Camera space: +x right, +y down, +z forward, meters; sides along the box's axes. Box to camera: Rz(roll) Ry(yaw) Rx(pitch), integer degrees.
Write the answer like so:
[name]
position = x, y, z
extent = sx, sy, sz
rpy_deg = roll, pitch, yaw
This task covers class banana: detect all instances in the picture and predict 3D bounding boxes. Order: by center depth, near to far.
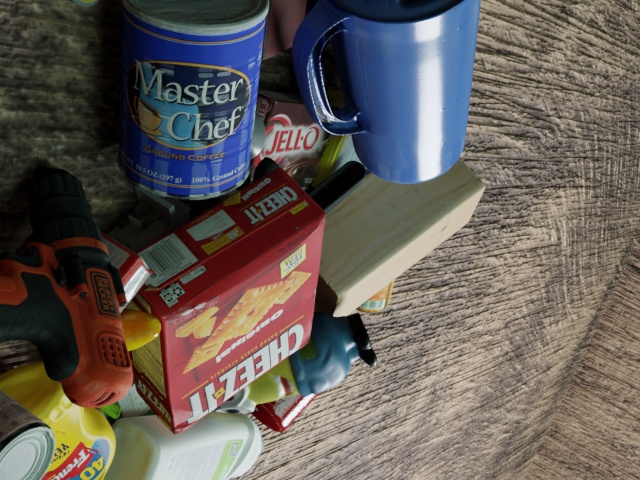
[banana]
position = -0.175, 0.090, 0.849
extent = 0.198, 0.069, 0.037
rpy_deg = 125, -21, -58

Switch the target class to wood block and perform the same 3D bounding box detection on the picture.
[wood block]
position = 0.063, -0.013, 1.129
extent = 0.205, 0.090, 0.091
rpy_deg = -36, 162, -21

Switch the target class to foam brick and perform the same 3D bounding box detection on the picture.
[foam brick]
position = -0.046, -0.194, 0.852
extent = 0.051, 0.053, 0.078
rpy_deg = -35, 145, -43

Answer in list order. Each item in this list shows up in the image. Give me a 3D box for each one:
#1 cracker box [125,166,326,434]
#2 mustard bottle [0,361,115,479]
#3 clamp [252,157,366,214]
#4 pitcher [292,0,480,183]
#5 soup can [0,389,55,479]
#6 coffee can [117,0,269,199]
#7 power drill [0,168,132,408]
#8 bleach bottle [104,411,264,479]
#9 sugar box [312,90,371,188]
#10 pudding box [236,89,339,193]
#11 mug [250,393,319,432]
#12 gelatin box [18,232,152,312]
[cracker box]
position = -0.082, 0.058, 0.918
extent = 0.164, 0.072, 0.214
rpy_deg = -33, 153, -24
[mustard bottle]
position = -0.222, 0.172, 0.884
extent = 0.096, 0.058, 0.191
rpy_deg = -34, 150, -10
[clamp]
position = -0.057, 0.001, 0.997
extent = 0.210, 0.036, 0.164
rpy_deg = -51, 156, 16
[pitcher]
position = 0.065, -0.152, 0.923
extent = 0.243, 0.149, 0.145
rpy_deg = 79, 15, -57
[soup can]
position = -0.246, 0.134, 0.755
extent = 0.068, 0.102, 0.068
rpy_deg = -43, 149, -34
[coffee can]
position = -0.096, -0.116, 0.780
extent = 0.102, 0.103, 0.140
rpy_deg = -35, 144, -44
[power drill]
position = -0.207, 0.011, 0.677
extent = 0.057, 0.184, 0.187
rpy_deg = -38, 147, 26
[bleach bottle]
position = -0.131, 0.222, 1.074
extent = 0.102, 0.068, 0.250
rpy_deg = -62, 155, 7
[sugar box]
position = 0.043, -0.109, 1.116
extent = 0.176, 0.048, 0.093
rpy_deg = -17, 132, -61
[pudding box]
position = -0.038, -0.090, 0.989
extent = 0.113, 0.039, 0.090
rpy_deg = -8, 123, -59
[mug]
position = -0.041, 0.153, 1.161
extent = 0.081, 0.093, 0.117
rpy_deg = -46, -175, -20
[gelatin box]
position = -0.180, 0.027, 0.784
extent = 0.073, 0.089, 0.030
rpy_deg = -54, 153, -15
